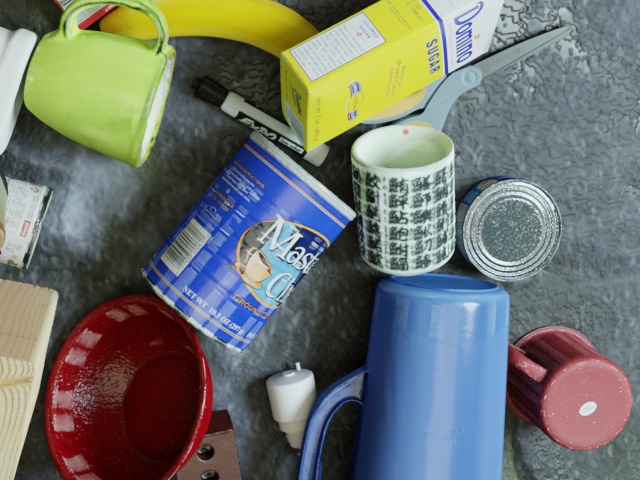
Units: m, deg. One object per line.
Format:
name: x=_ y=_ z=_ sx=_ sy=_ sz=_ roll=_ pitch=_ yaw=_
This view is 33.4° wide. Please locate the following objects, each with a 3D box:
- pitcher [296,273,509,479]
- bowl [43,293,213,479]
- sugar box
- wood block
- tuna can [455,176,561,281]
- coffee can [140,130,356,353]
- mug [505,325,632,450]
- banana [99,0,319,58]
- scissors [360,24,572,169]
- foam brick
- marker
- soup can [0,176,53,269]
pitcher: x=0.078 y=0.152 z=0.867 sx=0.148 sy=0.145 sz=0.243 roll=-2 pitch=99 yaw=-49
bowl: x=-0.139 y=0.126 z=0.832 sx=0.055 sy=0.162 sz=0.162 roll=26 pitch=97 yaw=-54
sugar box: x=0.054 y=-0.142 z=0.807 sx=0.176 sy=0.093 sz=0.048 roll=-28 pitch=70 yaw=-12
wood block: x=-0.245 y=0.090 z=0.756 sx=0.090 sy=0.206 sz=0.090 roll=12 pitch=98 yaw=-11
tuna can: x=0.156 y=-0.011 z=0.895 sx=0.086 sy=0.034 sz=0.086 roll=-2 pitch=100 yaw=-9
coffee can: x=-0.055 y=0.001 z=0.825 sx=0.102 sy=0.103 sz=0.140 roll=39 pitch=92 yaw=-14
mug: x=0.201 y=0.120 z=0.902 sx=0.117 sy=0.081 sz=0.093 roll=35 pitch=93 yaw=-14
banana: x=-0.068 y=-0.160 z=0.828 sx=0.197 sy=0.037 sz=0.070 roll=18 pitch=96 yaw=-12
scissors: x=0.117 y=-0.114 z=0.879 sx=0.201 sy=0.016 sz=0.096 roll=-11 pitch=104 yaw=-7
foam brick: x=-0.093 y=0.186 z=0.879 sx=0.053 sy=0.051 sz=0.078 roll=-10 pitch=102 yaw=-8
marker: x=-0.049 y=-0.096 z=0.852 sx=0.121 sy=0.020 sz=0.020 roll=29 pitch=94 yaw=-13
soup can: x=-0.261 y=-0.024 z=0.803 sx=0.102 sy=0.068 sz=0.068 roll=19 pitch=96 yaw=-13
